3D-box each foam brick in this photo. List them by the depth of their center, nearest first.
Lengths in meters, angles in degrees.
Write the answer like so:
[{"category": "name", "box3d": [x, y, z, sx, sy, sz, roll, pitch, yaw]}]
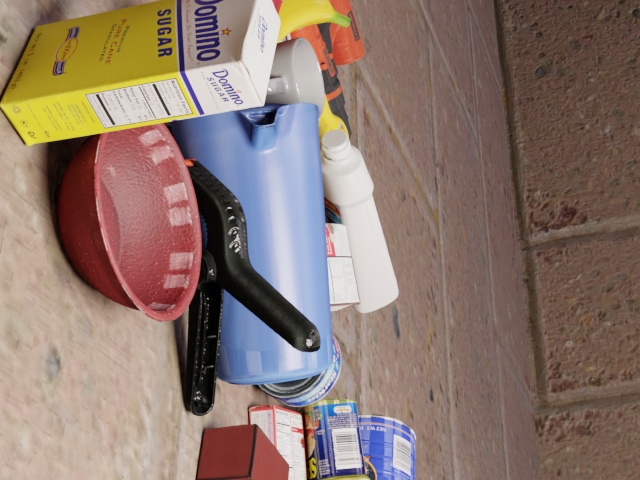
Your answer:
[{"category": "foam brick", "box3d": [-0.065, 0.201, 0.922, 0.078, 0.053, 0.051, 62, 25, -46]}]

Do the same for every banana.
[{"category": "banana", "box3d": [-0.046, -0.215, 1.139, 0.069, 0.037, 0.197, 45, 60, 3]}]

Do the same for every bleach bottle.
[{"category": "bleach bottle", "box3d": [0.033, -0.030, 1.227, 0.103, 0.068, 0.251, 57, -13, 42]}]

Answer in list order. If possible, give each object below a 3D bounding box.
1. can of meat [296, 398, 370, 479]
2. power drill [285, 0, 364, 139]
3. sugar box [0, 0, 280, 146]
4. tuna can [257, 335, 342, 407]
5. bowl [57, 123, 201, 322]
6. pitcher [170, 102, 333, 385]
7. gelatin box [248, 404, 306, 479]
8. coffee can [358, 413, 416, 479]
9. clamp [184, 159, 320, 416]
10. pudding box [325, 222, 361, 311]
[{"category": "can of meat", "box3d": [0.008, 0.211, 1.085, 0.102, 0.057, 0.084, 128, -42, -64]}, {"category": "power drill", "box3d": [0.011, -0.232, 1.389, 0.187, 0.057, 0.184, -71, 146, -57]}, {"category": "sugar box", "box3d": [-0.120, -0.120, 0.723, 0.048, 0.176, 0.093, 63, 25, -43]}, {"category": "tuna can", "box3d": [-0.025, 0.117, 1.041, 0.033, 0.086, 0.086, 44, 39, -59]}, {"category": "bowl", "box3d": [-0.146, -0.017, 0.786, 0.162, 0.055, 0.162, -10, 90, -72]}, {"category": "pitcher", "box3d": [-0.056, 0.001, 0.964, 0.149, 0.145, 0.243, -8, 91, -60]}, {"category": "gelatin box", "box3d": [-0.041, 0.207, 1.032, 0.073, 0.030, 0.089, 34, 48, -64]}, {"category": "coffee can", "box3d": [0.053, 0.276, 1.166, 0.102, 0.103, 0.140, 61, 26, -46]}, {"category": "clamp", "box3d": [-0.091, 0.033, 0.876, 0.036, 0.165, 0.210, -4, 61, -45]}, {"category": "pudding box", "box3d": [-0.012, 0.027, 1.079, 0.113, 0.039, 0.090, 0, 77, -49]}]
